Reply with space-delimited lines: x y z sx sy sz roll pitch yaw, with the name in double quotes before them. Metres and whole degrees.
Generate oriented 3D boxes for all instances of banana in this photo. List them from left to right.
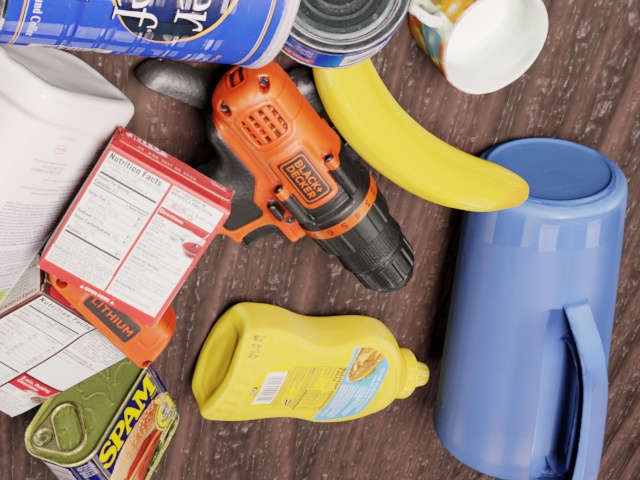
"banana" 0.053 -0.070 0.646 0.069 0.037 0.197 -43 117 2

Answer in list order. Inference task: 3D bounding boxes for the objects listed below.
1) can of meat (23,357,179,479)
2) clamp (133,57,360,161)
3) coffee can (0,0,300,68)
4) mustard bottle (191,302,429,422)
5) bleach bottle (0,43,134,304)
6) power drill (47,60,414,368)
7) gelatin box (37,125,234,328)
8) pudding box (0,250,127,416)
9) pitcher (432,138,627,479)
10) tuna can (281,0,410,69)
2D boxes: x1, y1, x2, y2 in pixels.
"can of meat" -0.148 0.130 0.746 0.102 0.058 0.084 -62 152 -32
"clamp" -0.034 -0.075 0.658 0.171 0.039 0.120 -20 138 -10
"coffee can" -0.091 -0.141 0.521 0.140 0.103 0.103 1 129 -27
"mustard bottle" 0.004 0.098 0.819 0.191 0.058 0.096 8 124 -32
"bleach bottle" -0.205 0.010 0.586 0.251 0.068 0.102 -54 163 13
"power drill" -0.054 0.001 0.648 0.188 0.057 0.184 -31 123 12
"gelatin box" -0.100 -0.007 0.581 0.073 0.030 0.089 30 112 -15
"pudding box" -0.189 0.063 0.689 0.114 0.039 0.090 -30 136 17
"pitcher" 0.160 0.057 0.788 0.144 0.149 0.243 -44 143 -46
"tuna can" 0.007 -0.140 0.585 0.086 0.086 0.034 -20 180 -9
